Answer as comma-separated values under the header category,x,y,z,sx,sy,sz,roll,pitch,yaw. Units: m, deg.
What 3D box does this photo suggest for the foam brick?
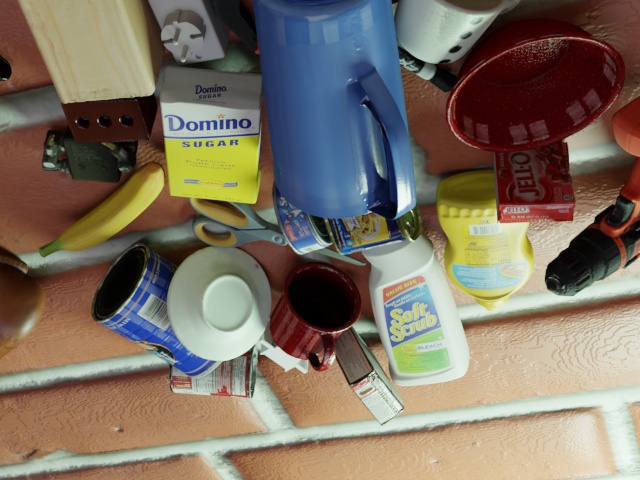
category,x,y,z,sx,sy,sz,roll,pitch,yaw
foam brick,-0.204,-0.131,1.036,0.078,0.051,0.053,-2,137,9

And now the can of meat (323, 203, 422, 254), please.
category,x,y,z,sx,sy,sz,roll,pitch,yaw
can of meat,0.047,-0.041,1.082,0.084,0.057,0.102,-14,101,24

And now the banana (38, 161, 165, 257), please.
category,x,y,z,sx,sy,sz,roll,pitch,yaw
banana,-0.218,-0.032,1.139,0.198,0.069,0.037,-34,94,32

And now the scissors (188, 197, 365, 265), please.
category,x,y,z,sx,sy,sz,roll,pitch,yaw
scissors,-0.058,0.001,1.170,0.201,0.016,0.096,29,140,-9

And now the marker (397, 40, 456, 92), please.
category,x,y,z,sx,sy,sz,roll,pitch,yaw
marker,0.078,-0.171,0.986,0.121,0.020,0.020,27,133,-22

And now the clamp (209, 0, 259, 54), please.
category,x,y,z,sx,sy,sz,roll,pitch,yaw
clamp,-0.050,-0.238,0.915,0.120,0.039,0.171,-9,142,8

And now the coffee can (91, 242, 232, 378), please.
category,x,y,z,sx,sy,sz,roll,pitch,yaw
coffee can,-0.176,0.082,1.228,0.140,0.102,0.103,36,130,-29

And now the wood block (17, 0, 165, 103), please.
category,x,y,z,sx,sy,sz,roll,pitch,yaw
wood block,-0.204,-0.227,0.904,0.090,0.091,0.206,-4,136,9

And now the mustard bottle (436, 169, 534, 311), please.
category,x,y,z,sx,sy,sz,roll,pitch,yaw
mustard bottle,0.180,0.010,1.143,0.096,0.058,0.191,-5,136,9

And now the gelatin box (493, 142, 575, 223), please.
category,x,y,z,sx,sy,sz,roll,pitch,yaw
gelatin box,0.208,-0.057,1.043,0.073,0.089,0.030,-1,138,7

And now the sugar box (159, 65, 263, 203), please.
category,x,y,z,sx,sy,sz,roll,pitch,yaw
sugar box,-0.104,-0.098,1.034,0.093,0.048,0.176,5,155,-1

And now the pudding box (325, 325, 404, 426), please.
category,x,y,z,sx,sy,sz,roll,pitch,yaw
pudding box,0.049,0.153,1.274,0.039,0.113,0.090,-35,129,2

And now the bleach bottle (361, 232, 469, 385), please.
category,x,y,z,sx,sy,sz,roll,pitch,yaw
bleach bottle,0.095,0.063,1.209,0.103,0.068,0.250,-9,133,18

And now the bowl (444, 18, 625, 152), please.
category,x,y,z,sx,sy,sz,roll,pitch,yaw
bowl,0.186,-0.148,0.956,0.162,0.055,0.162,-7,149,-4

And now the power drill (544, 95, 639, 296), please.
category,x,y,z,sx,sy,sz,roll,pitch,yaw
power drill,0.289,-0.046,1.007,0.057,0.184,0.188,38,142,27

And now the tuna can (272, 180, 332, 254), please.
category,x,y,z,sx,sy,sz,roll,pitch,yaw
tuna can,-0.016,-0.031,1.100,0.034,0.086,0.086,-16,133,20

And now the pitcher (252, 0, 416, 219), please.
category,x,y,z,sx,sy,sz,roll,pitch,yaw
pitcher,0.016,-0.134,0.918,0.149,0.145,0.243,7,144,12

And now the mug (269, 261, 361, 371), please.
category,x,y,z,sx,sy,sz,roll,pitch,yaw
mug,-0.007,0.094,1.219,0.093,0.117,0.082,-3,147,-24

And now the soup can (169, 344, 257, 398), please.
category,x,y,z,sx,sy,sz,roll,pitch,yaw
soup can,-0.133,0.160,1.335,0.102,0.068,0.068,3,138,3
